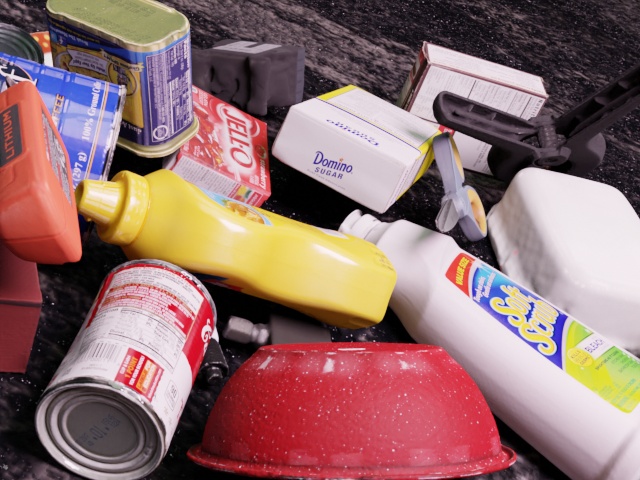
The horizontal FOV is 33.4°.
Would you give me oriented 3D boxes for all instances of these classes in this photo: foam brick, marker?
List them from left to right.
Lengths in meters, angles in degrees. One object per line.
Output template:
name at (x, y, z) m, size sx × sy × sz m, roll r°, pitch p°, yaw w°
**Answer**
foam brick at (-0.182, 0.025, 0.571) m, size 0.052 × 0.051 × 0.078 m, roll 5°, pitch 37°, yaw -24°
marker at (-0.076, 0.041, 0.643) m, size 0.020 × 0.020 × 0.121 m, roll 6°, pitch 38°, yaw -25°

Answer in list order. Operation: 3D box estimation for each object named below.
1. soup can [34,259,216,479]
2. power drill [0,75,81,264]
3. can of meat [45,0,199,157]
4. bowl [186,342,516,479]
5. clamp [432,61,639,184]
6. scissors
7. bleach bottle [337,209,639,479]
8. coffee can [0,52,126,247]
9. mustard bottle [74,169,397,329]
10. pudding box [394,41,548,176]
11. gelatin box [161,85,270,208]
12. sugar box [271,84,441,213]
soup can at (-0.098, 0.065, 0.551) m, size 0.068 × 0.069 × 0.102 m, roll 21°, pitch 34°, yaw -4°
power drill at (-0.213, 0.001, 0.509) m, size 0.187 × 0.057 × 0.184 m, roll -17°, pitch 45°, yaw -3°
can of meat at (-0.132, -0.115, 0.705) m, size 0.102 × 0.084 × 0.057 m, roll 25°, pitch 46°, yaw 23°
bowl at (0.015, 0.080, 0.528) m, size 0.162 × 0.055 × 0.162 m, roll 0°, pitch -3°, yaw 0°
clamp at (0.187, -0.082, 0.838) m, size 0.165 × 0.209 × 0.036 m, roll -9°, pitch 71°, yaw 16°
scissors at (0.090, -0.042, 0.761) m, size 0.201 × 0.016 × 0.096 m, roll 15°, pitch 56°, yaw -72°
bleach bottle at (0.109, 0.061, 0.691) m, size 0.251 × 0.068 × 0.102 m, roll 36°, pitch 32°, yaw 21°
coffee can at (-0.197, -0.062, 0.634) m, size 0.140 × 0.103 × 0.103 m, roll 14°, pitch 35°, yaw -15°
mustard bottle at (-0.054, 0.001, 0.626) m, size 0.191 × 0.058 × 0.096 m, roll 19°, pitch 2°, yaw -32°
pudding box at (0.123, -0.109, 0.908) m, size 0.113 × 0.090 × 0.039 m, roll 13°, pitch 35°, yaw -15°
gelatin box at (-0.074, -0.066, 0.765) m, size 0.073 × 0.030 × 0.089 m, roll 26°, pitch 35°, yaw -24°
sugar box at (0.033, -0.073, 0.810) m, size 0.093 × 0.048 × 0.176 m, roll 28°, pitch 21°, yaw 8°
